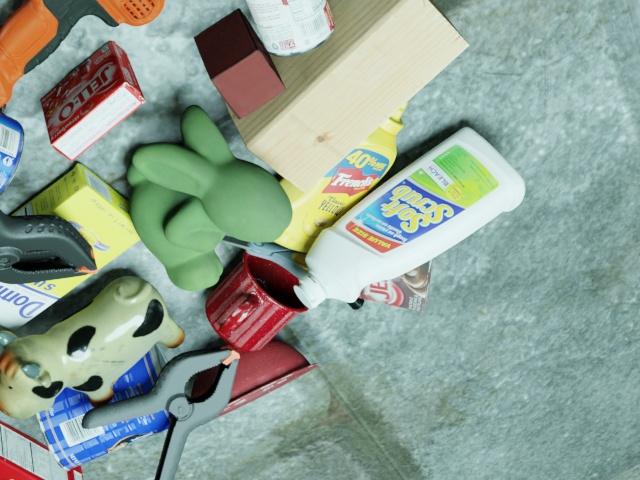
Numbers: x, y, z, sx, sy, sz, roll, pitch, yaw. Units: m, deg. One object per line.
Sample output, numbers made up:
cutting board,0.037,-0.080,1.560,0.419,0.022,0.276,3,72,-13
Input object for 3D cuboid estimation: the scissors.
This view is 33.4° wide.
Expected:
scissors,-0.057,0.001,1.133,0.201,0.096,0.016,23,117,-1

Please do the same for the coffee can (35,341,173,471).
coffee can,-0.228,0.177,1.165,0.140,0.103,0.103,-22,134,-4

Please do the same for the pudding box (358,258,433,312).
pudding box,0.078,0.022,1.174,0.090,0.039,0.113,12,132,10

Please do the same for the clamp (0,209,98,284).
clamp,-0.281,-0.002,0.937,0.209,0.036,0.165,8,144,-41

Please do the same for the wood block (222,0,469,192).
wood block,0.021,-0.156,0.989,0.206,0.090,0.090,-41,133,14

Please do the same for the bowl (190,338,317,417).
bowl,-0.086,0.153,1.208,0.162,0.055,0.162,-26,171,-5

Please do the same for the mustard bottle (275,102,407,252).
mustard bottle,0.021,-0.074,1.082,0.096,0.058,0.192,18,120,-47

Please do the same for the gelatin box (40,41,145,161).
gelatin box,-0.201,-0.123,0.934,0.089,0.073,0.030,-38,133,11

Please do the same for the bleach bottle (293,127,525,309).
bleach bottle,0.084,-0.009,1.087,0.250,0.103,0.068,-37,162,-16

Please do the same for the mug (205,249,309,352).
mug,-0.073,0.069,1.135,0.093,0.117,0.082,44,115,-1

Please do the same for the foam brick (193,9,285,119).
foam brick,-0.073,-0.158,0.955,0.051,0.078,0.053,-30,134,6

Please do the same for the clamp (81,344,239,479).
clamp,-0.158,0.167,1.099,0.120,0.039,0.171,40,83,-25

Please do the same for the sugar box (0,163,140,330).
sugar box,-0.268,0.010,1.041,0.176,0.048,0.093,-37,134,9

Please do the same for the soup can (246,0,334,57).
soup can,-0.033,-0.218,0.920,0.068,0.068,0.102,-24,129,-2

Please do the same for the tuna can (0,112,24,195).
tuna can,-0.295,-0.073,0.930,0.033,0.086,0.086,26,115,-40

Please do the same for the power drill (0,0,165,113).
power drill,-0.243,-0.203,0.857,0.188,0.057,0.184,-35,134,9
